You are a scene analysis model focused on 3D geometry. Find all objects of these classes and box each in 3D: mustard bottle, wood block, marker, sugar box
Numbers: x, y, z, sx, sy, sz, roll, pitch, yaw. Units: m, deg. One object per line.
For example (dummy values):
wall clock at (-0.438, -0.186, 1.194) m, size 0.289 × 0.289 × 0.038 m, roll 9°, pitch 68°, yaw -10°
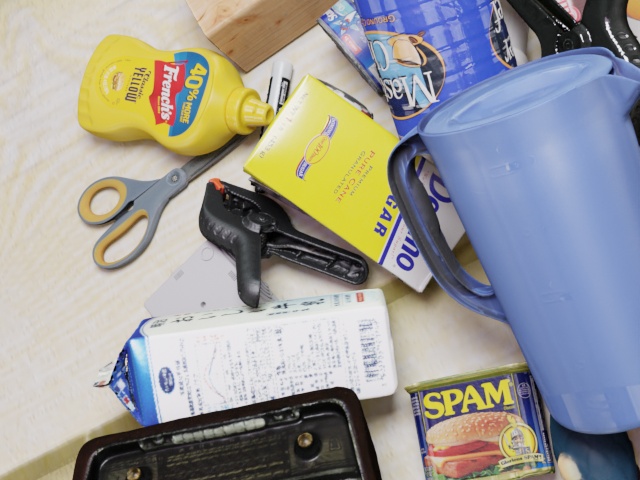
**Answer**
mustard bottle at (-0.126, -0.127, 0.960) m, size 0.192 × 0.058 × 0.096 m, roll 14°, pitch 82°, yaw 27°
wood block at (-0.018, -0.253, 0.942) m, size 0.206 × 0.090 × 0.091 m, roll -34°, pitch 68°, yaw 10°
marker at (-0.044, -0.101, 0.954) m, size 0.020 × 0.020 × 0.121 m, roll 6°, pitch 80°, yaw 21°
sugar box at (0.034, -0.045, 0.855) m, size 0.176 × 0.048 × 0.093 m, roll 34°, pitch 91°, yaw -5°

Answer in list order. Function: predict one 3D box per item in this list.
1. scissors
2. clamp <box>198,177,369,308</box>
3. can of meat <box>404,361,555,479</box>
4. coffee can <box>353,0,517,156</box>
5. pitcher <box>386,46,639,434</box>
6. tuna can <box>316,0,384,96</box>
scissors at (-0.149, -0.062, 0.985) m, size 0.096 × 0.016 × 0.202 m, roll 42°, pitch 93°, yaw 23°
clamp at (-0.056, 0.001, 0.887) m, size 0.172 × 0.120 × 0.039 m, roll 32°, pitch 119°, yaw 36°
can of meat at (0.122, 0.144, 0.815) m, size 0.102 × 0.057 × 0.084 m, roll -14°, pitch 76°, yaw 17°
coffee can at (0.088, -0.147, 0.791) m, size 0.103 × 0.102 × 0.140 m, roll -15°, pitch 108°, yaw 16°
pitcher at (0.158, 0.005, 0.721) m, size 0.145 × 0.149 × 0.243 m, roll -27°, pitch 106°, yaw -13°
tuna can at (0.036, -0.165, 0.903) m, size 0.034 × 0.086 × 0.086 m, roll -40°, pitch 68°, yaw 5°
